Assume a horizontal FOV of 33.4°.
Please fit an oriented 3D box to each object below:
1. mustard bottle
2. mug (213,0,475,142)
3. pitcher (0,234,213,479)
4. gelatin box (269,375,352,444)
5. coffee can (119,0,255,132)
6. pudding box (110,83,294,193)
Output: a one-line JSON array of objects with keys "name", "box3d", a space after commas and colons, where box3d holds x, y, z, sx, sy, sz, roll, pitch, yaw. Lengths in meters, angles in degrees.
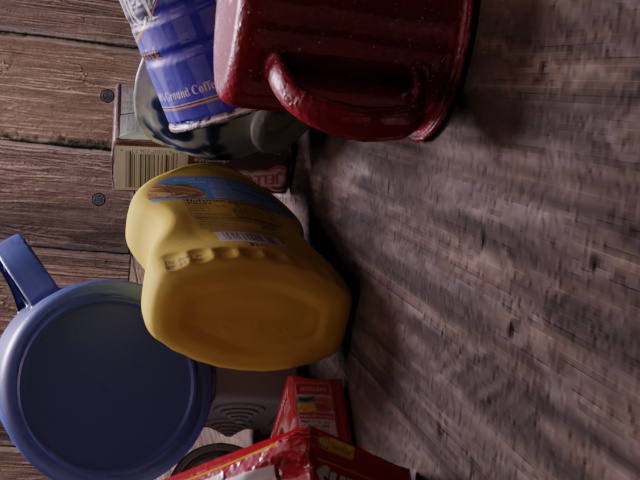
[{"name": "mustard bottle", "box3d": [-0.054, 0.001, 0.569, 0.192, 0.096, 0.058, -125, 43, -64]}, {"name": "mug", "box3d": [0.006, -0.079, 0.396, 0.093, 0.081, 0.117, 108, 162, -46]}, {"name": "pitcher", "box3d": [-0.142, 0.076, 0.646, 0.243, 0.149, 0.145, 157, 127, -74]}, {"name": "gelatin box", "box3d": [-0.008, 0.120, 0.505, 0.073, 0.030, 0.089, -98, 18, -45]}, {"name": "coffee can", "box3d": [-0.047, -0.133, 0.484, 0.103, 0.102, 0.140, -135, 24, -74]}, {"name": "pudding box", "box3d": [-0.079, -0.067, 0.697, 0.090, 0.113, 0.039, -105, 20, -58]}]
